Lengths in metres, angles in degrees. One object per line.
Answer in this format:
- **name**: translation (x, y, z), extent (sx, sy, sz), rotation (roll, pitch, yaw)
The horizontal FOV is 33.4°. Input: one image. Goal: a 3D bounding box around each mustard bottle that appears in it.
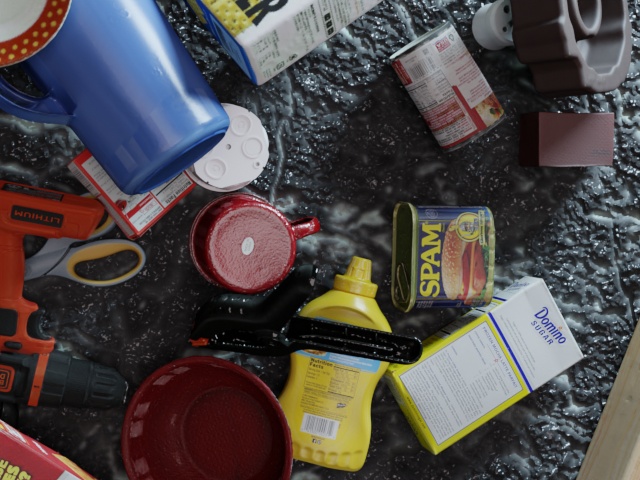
- **mustard bottle**: translation (0.015, 0.109, 0.987), extent (0.096, 0.058, 0.191), rotation (14, 91, 4)

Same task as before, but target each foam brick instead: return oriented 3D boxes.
- **foam brick**: translation (0.235, -0.096, 1.024), extent (0.078, 0.051, 0.053), rotation (0, 95, -12)

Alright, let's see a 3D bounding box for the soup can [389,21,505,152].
- **soup can**: translation (0.117, -0.142, 0.988), extent (0.068, 0.068, 0.102), rotation (-34, 99, -8)

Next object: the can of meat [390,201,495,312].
- **can of meat**: translation (0.115, 0.015, 1.005), extent (0.083, 0.057, 0.102), rotation (0, 94, -15)

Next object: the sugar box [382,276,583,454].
- **sugar box**: translation (0.155, 0.118, 1.026), extent (0.176, 0.048, 0.093), rotation (-31, 99, -12)

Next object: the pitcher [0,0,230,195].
- **pitcher**: translation (-0.191, -0.156, 0.867), extent (0.149, 0.145, 0.243), rotation (-36, 90, 13)

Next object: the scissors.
- **scissors**: translation (-0.257, 0.007, 0.947), extent (0.201, 0.016, 0.096), rotation (-3, 93, -12)

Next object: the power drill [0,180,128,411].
- **power drill**: translation (-0.242, 0.052, 0.916), extent (0.184, 0.057, 0.188), rotation (12, 99, -14)

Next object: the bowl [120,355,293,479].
- **bowl**: translation (-0.094, 0.179, 0.954), extent (0.162, 0.055, 0.162), rotation (1, 92, 17)

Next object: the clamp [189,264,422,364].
- **clamp**: translation (-0.027, 0.076, 0.923), extent (0.164, 0.210, 0.036), rotation (33, 58, -36)

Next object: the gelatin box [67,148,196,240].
- **gelatin box**: translation (-0.167, -0.057, 0.946), extent (0.073, 0.030, 0.089), rotation (-44, 102, -23)

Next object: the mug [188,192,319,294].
- **mug**: translation (-0.056, 0.001, 0.954), extent (0.117, 0.081, 0.093), rotation (-13, 96, -11)
